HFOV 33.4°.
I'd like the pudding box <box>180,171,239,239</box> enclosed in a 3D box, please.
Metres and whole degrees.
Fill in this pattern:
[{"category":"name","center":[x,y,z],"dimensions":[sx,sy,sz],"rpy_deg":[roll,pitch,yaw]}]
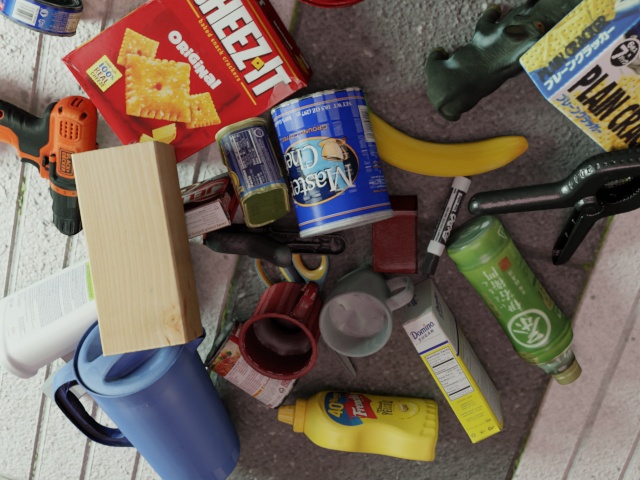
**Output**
[{"category":"pudding box","center":[-0.149,-0.032,1.204],"dimensions":[0.113,0.090,0.039],"rpy_deg":[-20,110,14]}]

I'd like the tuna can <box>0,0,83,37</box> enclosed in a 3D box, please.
[{"category":"tuna can","center":[-0.296,-0.248,1.131],"dimensions":[0.086,0.086,0.034],"rpy_deg":[22,111,-4]}]

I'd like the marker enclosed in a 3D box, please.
[{"category":"marker","center":[0.139,-0.014,1.196],"dimensions":[0.020,0.020,0.121],"rpy_deg":[22,87,-4]}]

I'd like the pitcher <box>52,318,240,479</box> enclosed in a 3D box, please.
[{"category":"pitcher","center":[-0.190,0.195,1.248],"dimensions":[0.149,0.144,0.243],"rpy_deg":[15,144,32]}]

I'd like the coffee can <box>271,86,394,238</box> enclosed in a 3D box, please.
[{"category":"coffee can","center":[0.013,-0.082,1.137],"dimensions":[0.103,0.102,0.140],"rpy_deg":[-14,88,11]}]

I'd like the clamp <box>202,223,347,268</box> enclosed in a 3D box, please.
[{"category":"clamp","center":[-0.058,0.001,1.209],"dimensions":[0.172,0.120,0.039],"rpy_deg":[14,100,42]}]

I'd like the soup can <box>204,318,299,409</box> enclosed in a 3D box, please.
[{"category":"soup can","center":[-0.080,0.149,1.286],"dimensions":[0.102,0.068,0.069],"rpy_deg":[34,111,-9]}]

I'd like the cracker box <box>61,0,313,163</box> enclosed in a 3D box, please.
[{"category":"cracker box","center":[-0.141,-0.187,1.149],"dimensions":[0.214,0.072,0.164],"rpy_deg":[-29,108,15]}]

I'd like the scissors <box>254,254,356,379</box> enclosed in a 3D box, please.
[{"category":"scissors","center":[0.007,0.073,1.273],"dimensions":[0.096,0.016,0.201],"rpy_deg":[-40,104,19]}]

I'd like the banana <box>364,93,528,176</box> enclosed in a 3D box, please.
[{"category":"banana","center":[0.126,-0.104,1.177],"dimensions":[0.198,0.037,0.070],"rpy_deg":[15,113,-1]}]

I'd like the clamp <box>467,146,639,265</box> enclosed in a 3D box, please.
[{"category":"clamp","center":[0.286,-0.041,1.133],"dimensions":[0.210,0.036,0.164],"rpy_deg":[-25,141,32]}]

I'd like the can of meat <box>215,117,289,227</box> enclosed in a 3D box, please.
[{"category":"can of meat","center":[-0.071,-0.071,1.157],"dimensions":[0.057,0.102,0.084],"rpy_deg":[-19,71,-5]}]

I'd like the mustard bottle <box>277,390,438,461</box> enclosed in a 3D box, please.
[{"category":"mustard bottle","center":[0.044,0.218,1.287],"dimensions":[0.191,0.096,0.058],"rpy_deg":[6,113,3]}]

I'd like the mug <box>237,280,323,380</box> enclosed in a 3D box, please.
[{"category":"mug","center":[-0.035,0.092,1.231],"dimensions":[0.093,0.081,0.117],"rpy_deg":[28,123,-3]}]

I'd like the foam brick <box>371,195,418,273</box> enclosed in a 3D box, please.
[{"category":"foam brick","center":[0.085,-0.008,1.213],"dimensions":[0.051,0.053,0.078],"rpy_deg":[0,111,5]}]

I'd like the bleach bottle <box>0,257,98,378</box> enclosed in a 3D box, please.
[{"category":"bleach bottle","center":[-0.264,0.068,1.254],"dimensions":[0.251,0.102,0.068],"rpy_deg":[-25,146,14]}]

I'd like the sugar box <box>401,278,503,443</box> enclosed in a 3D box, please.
[{"category":"sugar box","center":[0.153,0.140,1.246],"dimensions":[0.048,0.093,0.176],"rpy_deg":[-30,106,16]}]

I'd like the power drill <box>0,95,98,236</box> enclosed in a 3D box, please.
[{"category":"power drill","center":[-0.343,-0.099,1.205],"dimensions":[0.187,0.057,0.185],"rpy_deg":[15,127,0]}]

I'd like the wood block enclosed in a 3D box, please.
[{"category":"wood block","center":[-0.187,0.007,1.108],"dimensions":[0.091,0.090,0.206],"rpy_deg":[-9,90,5]}]
